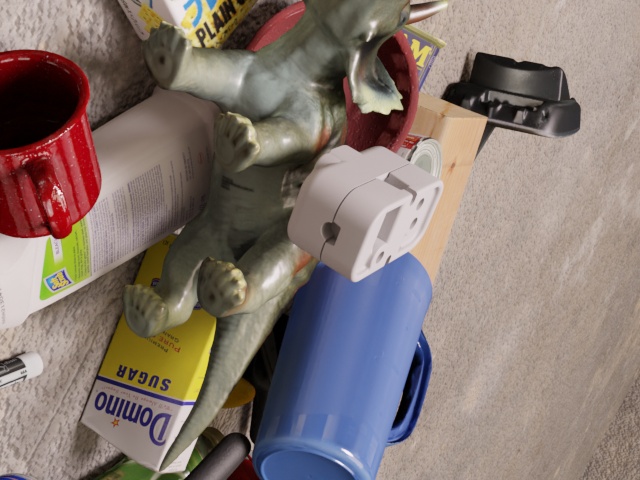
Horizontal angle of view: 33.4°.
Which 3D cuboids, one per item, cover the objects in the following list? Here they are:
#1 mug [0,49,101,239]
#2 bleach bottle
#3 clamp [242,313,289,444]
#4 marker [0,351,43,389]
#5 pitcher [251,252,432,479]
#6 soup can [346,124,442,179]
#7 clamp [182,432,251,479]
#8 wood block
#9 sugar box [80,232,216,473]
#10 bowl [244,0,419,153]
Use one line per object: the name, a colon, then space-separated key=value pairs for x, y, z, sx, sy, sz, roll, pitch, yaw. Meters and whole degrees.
mug: x=-0.174 y=-0.048 z=0.643 sx=0.093 sy=0.117 sz=0.081 roll=-24 pitch=143 yaw=-18
bleach bottle: x=-0.170 y=-0.017 z=0.727 sx=0.250 sy=0.068 sz=0.102 roll=-36 pitch=140 yaw=-39
clamp: x=-0.050 y=0.135 z=1.081 sx=0.120 sy=0.039 sz=0.171 roll=-58 pitch=146 yaw=-21
marker: x=-0.245 y=0.103 z=0.741 sx=0.120 sy=0.020 sz=0.020 roll=-21 pitch=130 yaw=-53
pitcher: x=0.026 y=0.126 z=0.991 sx=0.145 sy=0.149 sz=0.242 roll=96 pitch=9 yaw=-47
soup can: x=0.049 y=-0.070 z=0.950 sx=0.068 sy=0.102 sz=0.068 roll=-32 pitch=131 yaw=-46
clamp: x=-0.134 y=0.239 z=0.864 sx=0.209 sy=0.036 sz=0.165 roll=1 pitch=116 yaw=-65
wood block: x=0.088 y=-0.045 z=1.116 sx=0.090 sy=0.090 sz=0.206 roll=-10 pitch=121 yaw=-56
sugar box: x=-0.122 y=0.088 z=0.860 sx=0.048 sy=0.093 sz=0.176 roll=16 pitch=98 yaw=-59
bowl: x=-0.002 y=-0.124 z=0.886 sx=0.162 sy=0.055 sz=0.162 roll=-6 pitch=111 yaw=-18
